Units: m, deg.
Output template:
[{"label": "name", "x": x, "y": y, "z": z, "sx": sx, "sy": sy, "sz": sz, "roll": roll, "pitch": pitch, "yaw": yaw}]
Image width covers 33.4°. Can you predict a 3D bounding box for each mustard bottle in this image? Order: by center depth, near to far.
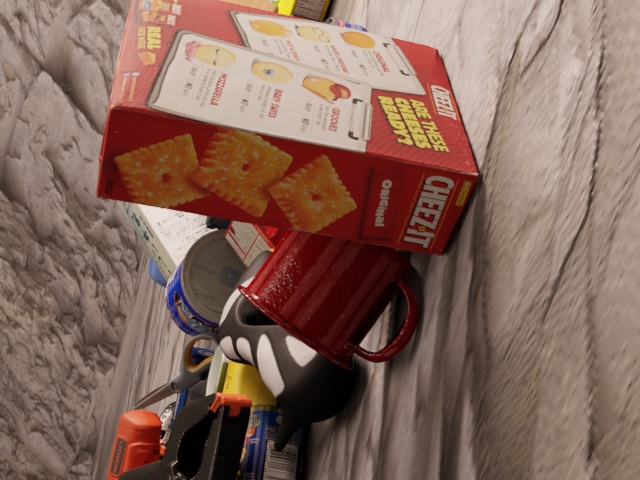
[{"label": "mustard bottle", "x": -0.058, "y": 0.103, "z": 1.006, "sx": 0.096, "sy": 0.058, "sz": 0.191, "roll": -173, "pitch": 94, "yaw": -82}]

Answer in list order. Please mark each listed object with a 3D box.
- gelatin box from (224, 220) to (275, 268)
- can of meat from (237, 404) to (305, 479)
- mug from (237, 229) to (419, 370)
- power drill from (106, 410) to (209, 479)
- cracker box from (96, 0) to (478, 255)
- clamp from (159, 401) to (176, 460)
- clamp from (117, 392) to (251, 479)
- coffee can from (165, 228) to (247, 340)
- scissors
[{"label": "gelatin box", "x": -0.057, "y": 0.001, "z": 1.070, "sx": 0.073, "sy": 0.030, "sz": 0.089, "roll": 53, "pitch": 154, "yaw": 9}, {"label": "can of meat", "x": -0.049, "y": 0.194, "z": 0.896, "sx": 0.102, "sy": 0.057, "sz": 0.084, "roll": 122, "pitch": 158, "yaw": -57}, {"label": "mug", "x": 0.014, "y": 0.031, "z": 0.695, "sx": 0.117, "sy": 0.093, "sz": 0.081, "roll": 36, "pitch": 90, "yaw": 33}, {"label": "power drill", "x": -0.165, "y": 0.254, "z": 1.188, "sx": 0.188, "sy": 0.057, "sz": 0.184, "roll": 20, "pitch": 97, "yaw": 51}, {"label": "cracker box", "x": -0.024, "y": -0.077, "z": 0.672, "sx": 0.164, "sy": 0.213, "sz": 0.072, "roll": -95, "pitch": 19, "yaw": -52}, {"label": "clamp", "x": -0.183, "y": 0.229, "z": 1.390, "sx": 0.171, "sy": 0.039, "sz": 0.120, "roll": -28, "pitch": -51, "yaw": -81}, {"label": "clamp", "x": -0.109, "y": 0.210, "z": 0.879, "sx": 0.210, "sy": 0.036, "sz": 0.164, "roll": -55, "pitch": 41, "yaw": 33}, {"label": "coffee can", "x": -0.114, "y": 0.052, "z": 1.188, "sx": 0.140, "sy": 0.102, "sz": 0.103, "roll": 141, "pitch": 139, "yaw": -70}, {"label": "scissors", "x": -0.145, "y": 0.174, "z": 1.212, "sx": 0.016, "sy": 0.096, "sz": 0.202, "roll": -38, "pitch": -10, "yaw": -47}]
